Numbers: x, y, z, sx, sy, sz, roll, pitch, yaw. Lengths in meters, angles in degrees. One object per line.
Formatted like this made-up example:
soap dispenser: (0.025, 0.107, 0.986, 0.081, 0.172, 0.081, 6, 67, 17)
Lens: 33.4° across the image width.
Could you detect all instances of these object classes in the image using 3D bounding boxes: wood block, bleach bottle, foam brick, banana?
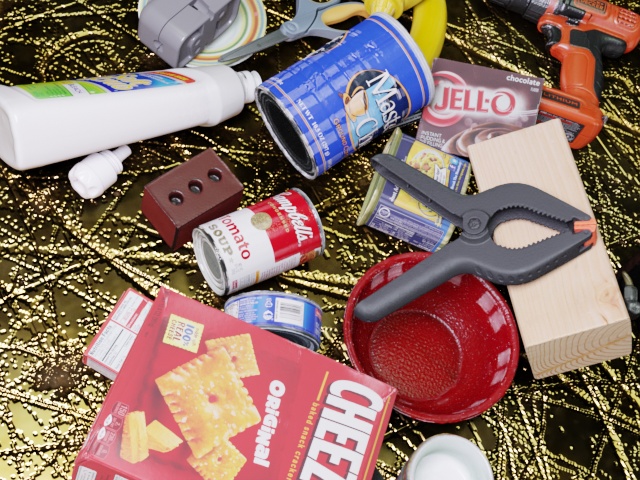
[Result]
wood block: (0.206, 0.007, 0.967, 0.091, 0.090, 0.206, -17, 61, 9)
bleach bottle: (-0.174, -0.126, 0.993, 0.250, 0.068, 0.103, -15, 26, -28)
foam brick: (-0.117, -0.038, 0.976, 0.078, 0.051, 0.053, -34, 76, -26)
banana: (0.096, -0.211, 1.122, 0.069, 0.037, 0.197, 29, 61, 2)

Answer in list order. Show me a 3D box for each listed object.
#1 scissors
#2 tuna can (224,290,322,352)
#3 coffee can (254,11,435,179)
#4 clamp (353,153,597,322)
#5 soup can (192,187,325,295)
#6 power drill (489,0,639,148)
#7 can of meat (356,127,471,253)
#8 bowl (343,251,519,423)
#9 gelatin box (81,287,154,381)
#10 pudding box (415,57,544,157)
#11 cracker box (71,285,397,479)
scissors: (-0.034, -0.230, 1.096, 0.201, 0.016, 0.096, -14, 61, -30)
tuna can: (-0.041, 0.075, 0.918, 0.086, 0.086, 0.033, 8, 64, -10)
coffee can: (0.023, -0.138, 1.013, 0.140, 0.103, 0.103, -34, 75, -11)
clamp: (0.130, -0.015, 0.928, 0.210, 0.036, 0.164, -7, 62, 13)
soup can: (-0.056, 0.001, 0.962, 0.102, 0.069, 0.068, -22, 71, -22)
power drill: (0.247, -0.201, 1.142, 0.184, 0.057, 0.187, 19, 62, 0)
can of meat: (0.092, -0.047, 1.028, 0.084, 0.057, 0.102, 23, 61, -3)
bowl: (0.093, 0.093, 0.958, 0.162, 0.055, 0.162, 5, 63, -11)
gelatin box: (-0.148, 0.094, 0.915, 0.089, 0.030, 0.073, 29, 62, 2)
pudding box: (0.158, -0.126, 1.061, 0.113, 0.039, 0.090, 11, 95, 4)
cracker box: (-0.063, 0.152, 0.839, 0.213, 0.072, 0.164, 23, 53, -2)
